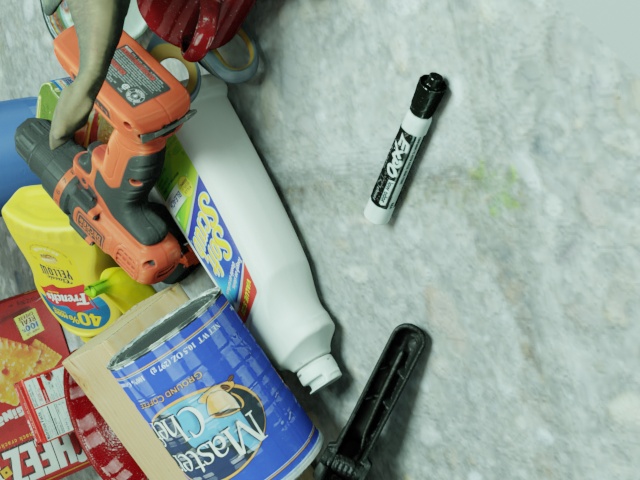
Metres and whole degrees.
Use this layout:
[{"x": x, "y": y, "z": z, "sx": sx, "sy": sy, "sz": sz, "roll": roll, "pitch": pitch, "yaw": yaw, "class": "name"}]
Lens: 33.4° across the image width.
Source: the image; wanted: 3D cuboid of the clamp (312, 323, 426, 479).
[{"x": 0.021, "y": 0.157, "z": 0.781, "sx": 0.036, "sy": 0.164, "sz": 0.210, "roll": 27, "pitch": 155, "yaw": 5, "class": "clamp"}]

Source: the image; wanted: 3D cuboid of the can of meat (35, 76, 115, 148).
[{"x": -0.204, "y": -0.101, "z": 0.948, "sx": 0.057, "sy": 0.083, "sz": 0.102, "roll": 45, "pitch": 136, "yaw": 30, "class": "can of meat"}]

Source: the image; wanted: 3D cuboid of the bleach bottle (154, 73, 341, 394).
[{"x": -0.055, "y": 0.001, "z": 0.829, "sx": 0.251, "sy": 0.067, "sz": 0.103, "roll": 59, "pitch": 144, "yaw": 11, "class": "bleach bottle"}]

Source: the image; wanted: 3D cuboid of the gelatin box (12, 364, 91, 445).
[{"x": -0.280, "y": 0.173, "z": 1.163, "sx": 0.030, "sy": 0.089, "sz": 0.073, "roll": -26, "pitch": 85, "yaw": 53, "class": "gelatin box"}]

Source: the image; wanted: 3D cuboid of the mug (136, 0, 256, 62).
[{"x": -0.082, "y": -0.177, "z": 0.749, "sx": 0.082, "sy": 0.093, "sz": 0.117, "roll": 134, "pitch": 140, "yaw": -55, "class": "mug"}]

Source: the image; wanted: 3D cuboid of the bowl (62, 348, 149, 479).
[{"x": -0.200, "y": 0.178, "z": 1.094, "sx": 0.162, "sy": 0.055, "sz": 0.162, "roll": 25, "pitch": 125, "yaw": 43, "class": "bowl"}]

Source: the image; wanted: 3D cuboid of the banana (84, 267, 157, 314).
[{"x": -0.162, "y": 0.089, "z": 0.988, "sx": 0.037, "sy": 0.069, "sz": 0.197, "roll": 8, "pitch": 137, "yaw": 34, "class": "banana"}]

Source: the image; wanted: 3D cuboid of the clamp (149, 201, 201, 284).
[{"x": -0.163, "y": 0.005, "z": 0.984, "sx": 0.172, "sy": 0.039, "sz": 0.120, "roll": 27, "pitch": 143, "yaw": 40, "class": "clamp"}]

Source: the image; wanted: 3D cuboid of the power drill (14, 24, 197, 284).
[{"x": -0.168, "y": -0.076, "z": 0.814, "sx": 0.184, "sy": 0.057, "sz": 0.188, "roll": 42, "pitch": 145, "yaw": 16, "class": "power drill"}]

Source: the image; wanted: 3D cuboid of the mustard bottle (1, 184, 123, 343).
[{"x": -0.227, "y": 0.036, "z": 1.006, "sx": 0.096, "sy": 0.058, "sz": 0.191, "roll": 11, "pitch": 138, "yaw": 19, "class": "mustard bottle"}]

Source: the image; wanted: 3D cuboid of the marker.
[{"x": 0.055, "y": -0.059, "z": 0.697, "sx": 0.020, "sy": 0.020, "sz": 0.121, "roll": 48, "pitch": 138, "yaw": 27, "class": "marker"}]

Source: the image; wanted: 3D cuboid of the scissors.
[{"x": -0.133, "y": -0.170, "z": 0.822, "sx": 0.202, "sy": 0.096, "sz": 0.016, "roll": 37, "pitch": 165, "yaw": 23, "class": "scissors"}]

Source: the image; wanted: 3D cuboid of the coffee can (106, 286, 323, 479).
[{"x": -0.078, "y": 0.121, "z": 0.797, "sx": 0.103, "sy": 0.102, "sz": 0.140, "roll": -23, "pitch": 103, "yaw": 53, "class": "coffee can"}]

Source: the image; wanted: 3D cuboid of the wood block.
[{"x": -0.107, "y": 0.151, "z": 0.892, "sx": 0.206, "sy": 0.090, "sz": 0.091, "roll": 55, "pitch": 143, "yaw": -7, "class": "wood block"}]

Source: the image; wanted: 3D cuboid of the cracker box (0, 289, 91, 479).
[{"x": -0.358, "y": 0.179, "z": 1.203, "sx": 0.072, "sy": 0.163, "sz": 0.214, "roll": -12, "pitch": 96, "yaw": 55, "class": "cracker box"}]
